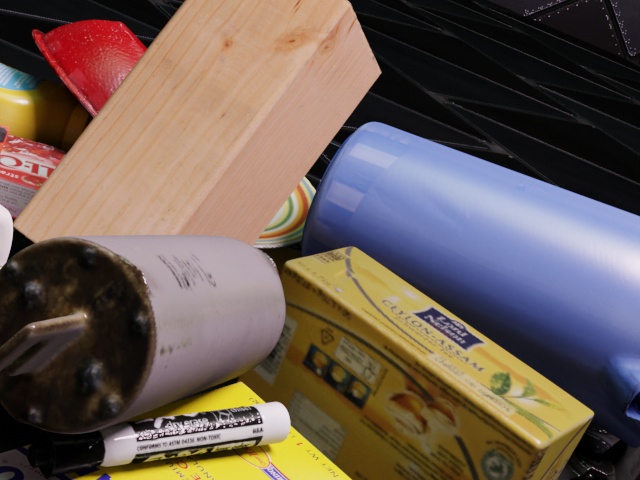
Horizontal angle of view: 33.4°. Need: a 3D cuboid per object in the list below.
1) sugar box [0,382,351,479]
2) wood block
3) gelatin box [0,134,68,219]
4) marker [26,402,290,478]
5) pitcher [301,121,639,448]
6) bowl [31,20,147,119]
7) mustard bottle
[{"bbox_3d":[-0.071,0.118,0.458,0.093,0.048,0.175,36,24,30],"label":"sugar box"},{"bbox_3d":[-0.067,-0.055,0.621,0.090,0.206,0.090,33,-7,24],"label":"wood block"},{"bbox_3d":[-0.193,-0.040,0.720,0.089,0.030,0.073,17,23,-12],"label":"gelatin box"},{"bbox_3d":[-0.066,0.084,0.455,0.120,0.020,0.020,-1,32,-39],"label":"marker"},{"bbox_3d":[0.119,0.015,0.676,0.243,0.145,0.149,25,-13,13],"label":"pitcher"},{"bbox_3d":[-0.139,-0.110,0.797,0.162,0.055,0.162,50,2,-2],"label":"bowl"},{"bbox_3d":[-0.244,-0.106,0.782,0.191,0.058,0.096,20,12,-7],"label":"mustard bottle"}]
